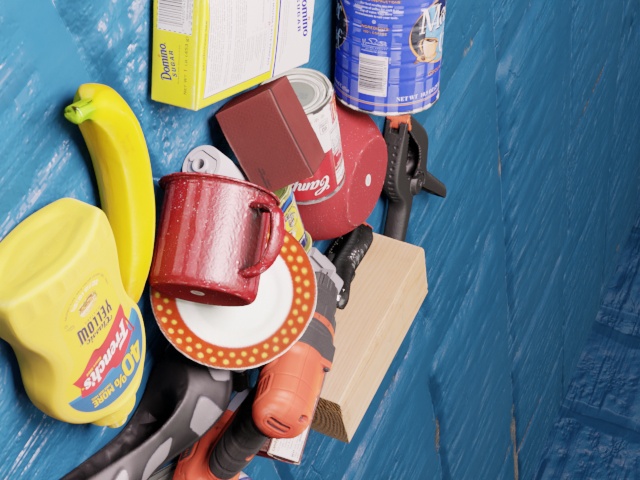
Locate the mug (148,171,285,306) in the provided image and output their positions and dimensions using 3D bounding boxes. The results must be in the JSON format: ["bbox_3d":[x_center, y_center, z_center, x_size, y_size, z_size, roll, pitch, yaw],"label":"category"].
[{"bbox_3d":[-0.072,0.002,0.788,0.093,0.117,0.081,25,69,-49],"label":"mug"}]

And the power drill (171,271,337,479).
[{"bbox_3d":[-0.052,0.130,0.910,0.188,0.057,0.184,-54,-170,34],"label":"power drill"}]

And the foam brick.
[{"bbox_3d":[-0.039,-0.084,0.853,0.078,0.053,0.051,63,22,-16],"label":"foam brick"}]

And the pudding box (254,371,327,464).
[{"bbox_3d":[-0.034,0.150,1.004,0.090,0.039,0.113,-14,-121,66],"label":"pudding box"}]

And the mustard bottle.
[{"bbox_3d":[-0.163,0.068,0.724,0.096,0.058,0.191,-55,152,-34],"label":"mustard bottle"}]

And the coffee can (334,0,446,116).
[{"bbox_3d":[0.065,-0.201,0.992,0.102,0.103,0.140,-46,146,-47],"label":"coffee can"}]

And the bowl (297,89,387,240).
[{"bbox_3d":[0.023,-0.065,1.057,0.161,0.055,0.162,-48,147,-46],"label":"bowl"}]

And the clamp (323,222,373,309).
[{"bbox_3d":[0.007,0.041,1.093,0.120,0.039,0.171,-37,-166,36],"label":"clamp"}]

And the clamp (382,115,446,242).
[{"bbox_3d":[0.098,-0.061,1.253,0.164,0.036,0.210,-61,153,-27],"label":"clamp"}]

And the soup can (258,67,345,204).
[{"bbox_3d":[-0.017,-0.091,0.931,0.068,0.069,0.102,-56,152,-34],"label":"soup can"}]

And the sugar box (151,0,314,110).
[{"bbox_3d":[-0.062,-0.165,0.807,0.176,0.048,0.093,-39,140,-58],"label":"sugar box"}]

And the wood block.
[{"bbox_3d":[0.032,0.098,1.148,0.206,0.091,0.090,-59,155,-30],"label":"wood block"}]

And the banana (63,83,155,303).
[{"bbox_3d":[-0.140,-0.039,0.722,0.198,0.037,0.069,85,25,-50],"label":"banana"}]
